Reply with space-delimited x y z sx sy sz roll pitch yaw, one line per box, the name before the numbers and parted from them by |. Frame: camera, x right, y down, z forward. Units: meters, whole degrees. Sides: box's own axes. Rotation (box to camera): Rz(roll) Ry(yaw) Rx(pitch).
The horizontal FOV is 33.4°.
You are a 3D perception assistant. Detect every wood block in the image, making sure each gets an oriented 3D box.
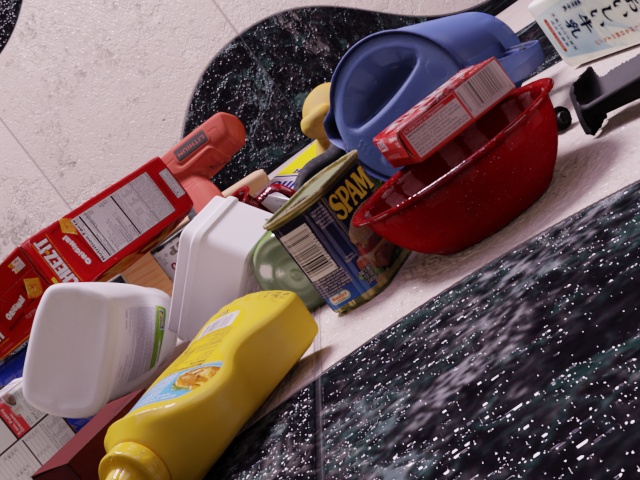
wood block | -0.138 0.008 1.293 0.206 0.091 0.090 -33 7 -12

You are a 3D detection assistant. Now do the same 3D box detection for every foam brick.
foam brick | -0.135 0.143 0.693 0.053 0.051 0.078 -27 13 47

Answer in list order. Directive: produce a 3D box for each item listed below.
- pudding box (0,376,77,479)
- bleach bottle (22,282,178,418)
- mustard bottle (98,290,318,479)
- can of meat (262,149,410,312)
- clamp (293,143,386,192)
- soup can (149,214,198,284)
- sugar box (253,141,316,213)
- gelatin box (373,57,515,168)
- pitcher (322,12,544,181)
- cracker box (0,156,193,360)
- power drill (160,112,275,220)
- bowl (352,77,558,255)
pudding box | -0.262 0.180 0.892 0.113 0.090 0.039 -42 11 -38
bleach bottle | -0.169 0.088 0.904 0.250 0.068 0.102 33 -113 -82
mustard bottle | -0.077 0.102 0.650 0.096 0.058 0.191 -25 13 33
can of meat | 0.017 -0.006 0.777 0.058 0.084 0.102 -32 9 33
clamp | 0.023 -0.074 1.050 0.171 0.120 0.039 -43 3 -15
soup can | -0.111 0.032 1.047 0.068 0.102 0.068 -36 8 5
sugar box | 0.012 -0.073 1.204 0.093 0.048 0.176 8 34 33
gelatin box | 0.085 -0.089 0.750 0.089 0.030 0.073 -38 7 -6
pitcher | 0.122 -0.147 0.991 0.242 0.149 0.145 -38 -27 -59
cracker box | -0.240 0.021 1.039 0.164 0.072 0.213 -36 5 38
power drill | -0.086 -0.043 1.131 0.185 0.188 0.057 -35 -30 15
bowl | 0.100 -0.039 0.708 0.162 0.055 0.162 -36 8 5
